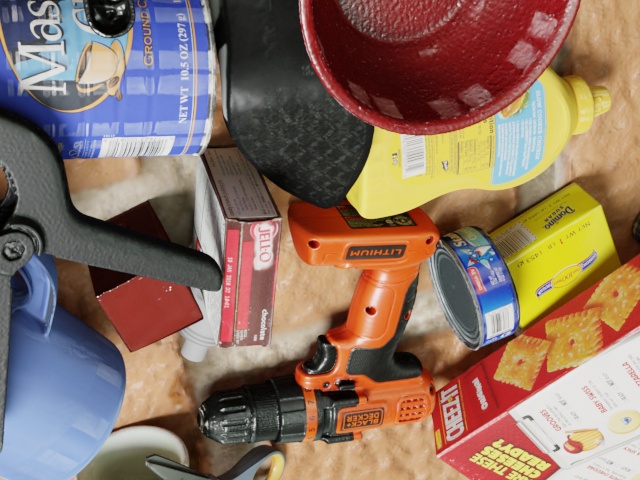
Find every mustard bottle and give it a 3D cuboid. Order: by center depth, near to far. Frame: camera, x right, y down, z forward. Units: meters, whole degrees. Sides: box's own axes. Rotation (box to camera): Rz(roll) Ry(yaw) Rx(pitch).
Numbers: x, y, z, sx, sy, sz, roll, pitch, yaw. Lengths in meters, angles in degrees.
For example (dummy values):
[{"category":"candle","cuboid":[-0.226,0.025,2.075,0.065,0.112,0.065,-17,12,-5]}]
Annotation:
[{"category":"mustard bottle","cuboid":[0.109,-0.079,0.721,0.191,0.058,0.096,-12,116,-14]}]

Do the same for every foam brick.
[{"category":"foam brick","cuboid":[-0.115,0.023,0.683,0.053,0.078,0.051,-27,126,-5]}]

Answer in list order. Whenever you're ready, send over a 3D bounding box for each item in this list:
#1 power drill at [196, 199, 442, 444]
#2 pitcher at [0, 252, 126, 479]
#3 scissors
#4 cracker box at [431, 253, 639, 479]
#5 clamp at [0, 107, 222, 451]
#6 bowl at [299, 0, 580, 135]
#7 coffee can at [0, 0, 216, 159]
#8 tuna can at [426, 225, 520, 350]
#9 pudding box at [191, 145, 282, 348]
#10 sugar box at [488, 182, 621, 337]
[{"category":"power drill","cuboid":[0.005,0.064,0.767,0.184,0.057,0.188,-5,122,-21]},{"category":"pitcher","cuboid":[-0.226,0.049,0.625,0.242,0.149,0.145,39,71,-37]},{"category":"scissors","cuboid":[-0.068,0.165,0.768,0.096,0.016,0.202,-55,151,-27]},{"category":"cracker box","cuboid":[0.216,0.123,0.807,0.164,0.072,0.214,37,120,-27]},{"category":"clamp","cuboid":[-0.166,0.008,0.550,0.164,0.036,0.209,-43,126,-6]},{"category":"bowl","cuboid":[0.056,-0.139,0.556,0.162,0.055,0.162,-10,120,-18]},{"category":"coffee can","cuboid":[-0.138,-0.095,0.591,0.140,0.103,0.103,-4,119,-19]},{"category":"tuna can","cuboid":[0.110,0.033,0.769,0.033,0.086,0.086,-20,123,-11]},{"category":"pudding box","cuboid":[-0.054,0.001,0.671,0.039,0.113,0.090,-2,119,-17]},{"category":"sugar box","cuboid":[0.194,0.050,0.835,0.093,0.048,0.176,-31,123,-1]}]
